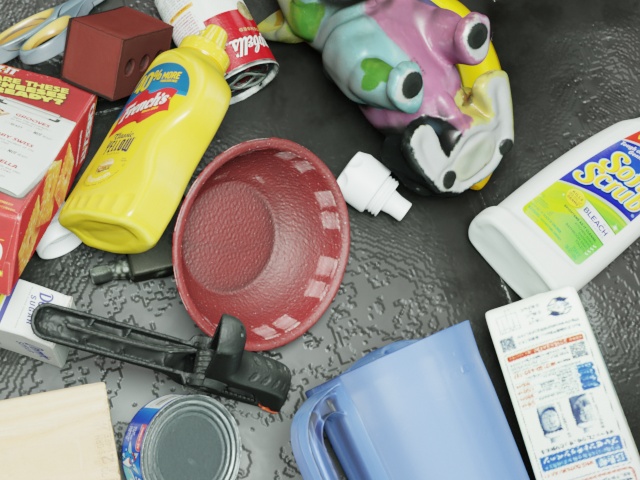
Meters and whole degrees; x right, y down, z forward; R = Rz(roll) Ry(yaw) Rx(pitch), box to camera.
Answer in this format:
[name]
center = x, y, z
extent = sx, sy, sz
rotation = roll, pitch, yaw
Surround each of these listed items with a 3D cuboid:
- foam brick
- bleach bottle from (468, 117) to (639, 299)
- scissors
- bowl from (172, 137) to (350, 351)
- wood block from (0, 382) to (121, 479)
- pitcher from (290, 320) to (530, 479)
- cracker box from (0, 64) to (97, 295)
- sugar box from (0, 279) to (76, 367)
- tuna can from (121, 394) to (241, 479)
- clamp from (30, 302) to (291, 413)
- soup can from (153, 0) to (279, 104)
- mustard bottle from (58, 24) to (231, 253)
[foam brick]
center = -0.160, -0.149, 0.844
extent = 0.051, 0.053, 0.078
rotation = 23, 27, 15
[bleach bottle]
center = 0.247, -0.053, 0.904
extent = 0.250, 0.068, 0.102
rotation = -40, 84, -20
[scissors]
center = -0.183, -0.195, 0.873
extent = 0.201, 0.096, 0.016
rotation = -34, 125, -15
[bowl]
center = -0.055, 0.001, 0.820
extent = 0.161, 0.055, 0.162
rotation = -6, 100, -37
[wood block]
center = -0.245, 0.167, 0.745
extent = 0.206, 0.091, 0.090
rotation = -9, 75, -11
[pitcher]
center = 0.086, 0.192, 0.771
extent = 0.149, 0.145, 0.243
rotation = -24, 82, 4
[cracker box]
center = -0.265, -0.060, 0.758
extent = 0.164, 0.072, 0.213
rotation = 15, 29, -5
[sugar box]
center = -0.267, 0.040, 0.778
extent = 0.176, 0.093, 0.048
rotation = 17, 72, -5
[tuna can]
center = -0.102, 0.155, 0.782
extent = 0.085, 0.034, 0.086
rotation = 4, 83, -39
[clamp]
center = -0.074, 0.085, 0.745
extent = 0.165, 0.209, 0.036
rotation = -1, 69, 36
[soup can]
center = -0.087, -0.170, 0.880
extent = 0.068, 0.068, 0.102
rotation = -25, 80, -15
[mustard bottle]
center = -0.117, -0.083, 0.795
extent = 0.058, 0.096, 0.191
rotation = 42, 62, -33
